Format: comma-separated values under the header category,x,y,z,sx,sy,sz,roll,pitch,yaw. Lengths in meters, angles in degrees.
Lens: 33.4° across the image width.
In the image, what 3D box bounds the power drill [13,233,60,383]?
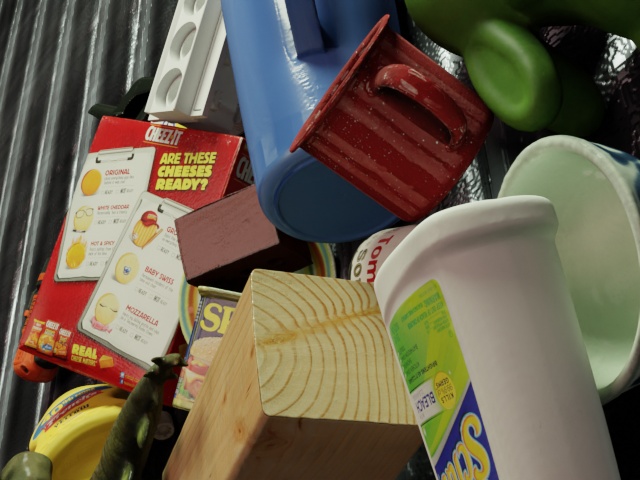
category,x,y,z,sx,sy,sz,roll,pitch,yaw
power drill,-0.239,0.053,1.078,0.188,0.057,0.184,-14,59,56

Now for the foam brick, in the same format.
category,x,y,z,sx,sy,sz,roll,pitch,yaw
foam brick,-0.055,0.001,0.752,0.078,0.053,0.051,-22,65,19

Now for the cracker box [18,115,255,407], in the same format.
category,x,y,z,sx,sy,sz,roll,pitch,yaw
cracker box,-0.139,0.015,0.879,0.164,0.072,0.213,12,80,35

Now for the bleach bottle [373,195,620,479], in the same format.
category,x,y,z,sx,sy,sz,roll,pitch,yaw
bleach bottle,0.092,0.114,0.448,0.103,0.068,0.251,125,133,-63

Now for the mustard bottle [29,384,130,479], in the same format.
category,x,y,z,sx,sy,sz,roll,pitch,yaw
mustard bottle,-0.200,0.163,0.907,0.096,0.058,0.192,-34,10,-12

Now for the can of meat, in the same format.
category,x,y,z,sx,sy,sz,roll,pitch,yaw
can of meat,-0.044,0.082,0.718,0.102,0.057,0.084,9,80,28

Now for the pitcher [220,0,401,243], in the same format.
category,x,y,z,sx,sy,sz,roll,pitch,yaw
pitcher,-0.003,-0.128,0.737,0.145,0.149,0.243,-44,41,37

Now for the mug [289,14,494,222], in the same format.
category,x,y,z,sx,sy,sz,roll,pitch,yaw
mug,0.045,-0.066,0.582,0.093,0.081,0.117,-57,7,-14

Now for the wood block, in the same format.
category,x,y,z,sx,sy,sz,roll,pitch,yaw
wood block,-0.023,0.118,0.598,0.206,0.090,0.090,116,155,-44

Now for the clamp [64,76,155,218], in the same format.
category,x,y,z,sx,sy,sz,roll,pitch,yaw
clamp,-0.217,-0.109,1.162,0.210,0.036,0.164,-23,52,50
